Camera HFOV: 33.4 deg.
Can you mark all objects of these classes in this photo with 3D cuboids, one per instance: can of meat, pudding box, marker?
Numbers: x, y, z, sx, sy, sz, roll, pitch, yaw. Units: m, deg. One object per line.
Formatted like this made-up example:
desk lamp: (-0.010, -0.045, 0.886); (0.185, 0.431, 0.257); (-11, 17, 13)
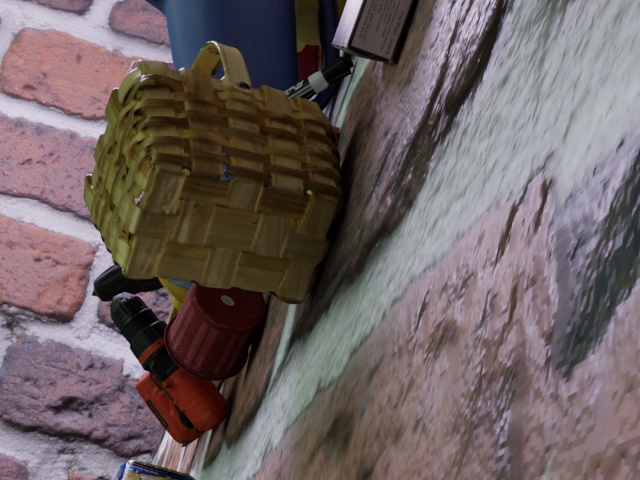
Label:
can of meat: (-0.197, 0.307, 1.236); (0.084, 0.102, 0.057); (-82, 11, -61)
pudding box: (0.046, -0.184, 0.754); (0.090, 0.039, 0.113); (-112, 39, -78)
marker: (-0.023, -0.132, 0.975); (0.121, 0.020, 0.020); (-30, 20, 12)

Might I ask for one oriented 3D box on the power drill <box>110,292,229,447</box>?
power drill: (-0.180, 0.157, 1.240); (0.057, 0.184, 0.188); (-35, -13, -18)

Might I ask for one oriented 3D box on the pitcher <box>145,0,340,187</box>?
pitcher: (-0.070, -0.152, 1.051); (0.144, 0.149, 0.243); (-18, -75, -55)

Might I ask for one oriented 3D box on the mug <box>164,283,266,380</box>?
mug: (-0.106, 0.076, 1.112); (0.117, 0.093, 0.082); (-90, 22, -44)
